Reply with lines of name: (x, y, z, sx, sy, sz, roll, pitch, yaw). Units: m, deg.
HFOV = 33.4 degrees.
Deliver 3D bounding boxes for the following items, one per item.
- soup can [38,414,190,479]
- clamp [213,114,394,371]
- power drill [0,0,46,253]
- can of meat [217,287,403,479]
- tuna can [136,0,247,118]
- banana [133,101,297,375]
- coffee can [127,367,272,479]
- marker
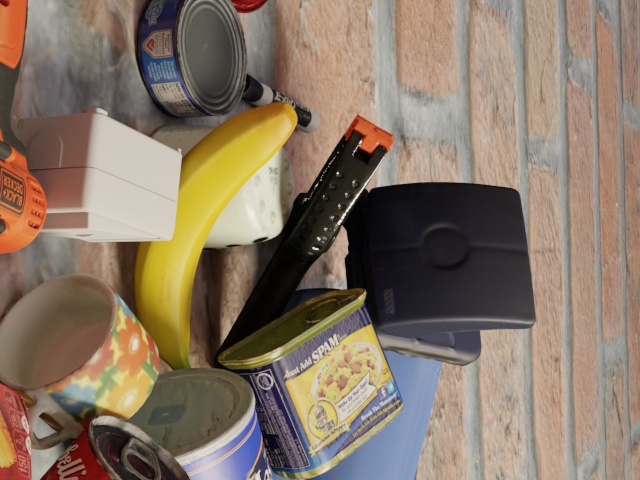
soup can: (-0.119, 0.146, 0.526, 0.102, 0.069, 0.068, -48, 151, 7)
clamp: (-0.005, -0.015, 0.739, 0.210, 0.036, 0.164, -57, -173, 40)
power drill: (-0.162, -0.093, 0.463, 0.184, 0.057, 0.187, 80, 14, -82)
can of meat: (-0.002, 0.089, 0.671, 0.101, 0.058, 0.084, -30, 102, -37)
tuna can: (-0.083, -0.123, 0.702, 0.086, 0.034, 0.086, 4, 86, -64)
banana: (-0.072, -0.003, 0.640, 0.037, 0.069, 0.198, -56, 168, -65)
coffee can: (-0.075, 0.161, 0.629, 0.102, 0.103, 0.140, -46, 129, -56)
marker: (-0.035, -0.105, 0.817, 0.121, 0.020, 0.020, 19, 72, -63)
